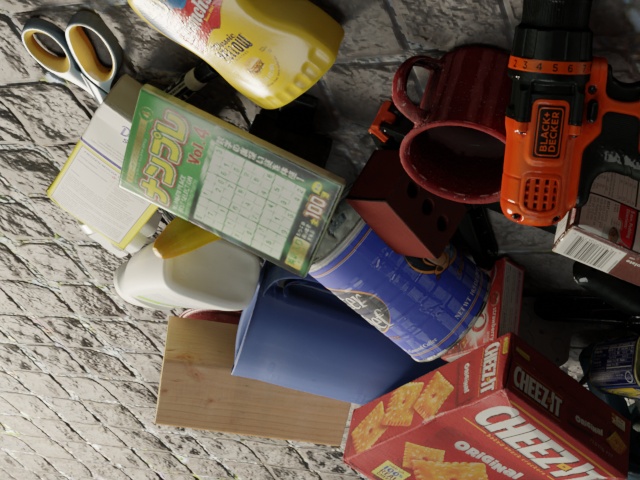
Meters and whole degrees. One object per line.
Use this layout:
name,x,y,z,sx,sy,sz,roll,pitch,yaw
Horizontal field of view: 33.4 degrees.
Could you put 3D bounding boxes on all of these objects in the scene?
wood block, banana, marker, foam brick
wood block,-0.073,0.156,1.179,0.206,0.091,0.090,8,118,-8
banana,-0.056,-0.014,0.966,0.197,0.069,0.037,2,148,-21
marker,-0.117,-0.127,0.898,0.020,0.020,0.121,34,145,-24
foam brick,0.069,-0.029,0.851,0.051,0.053,0.078,7,150,50

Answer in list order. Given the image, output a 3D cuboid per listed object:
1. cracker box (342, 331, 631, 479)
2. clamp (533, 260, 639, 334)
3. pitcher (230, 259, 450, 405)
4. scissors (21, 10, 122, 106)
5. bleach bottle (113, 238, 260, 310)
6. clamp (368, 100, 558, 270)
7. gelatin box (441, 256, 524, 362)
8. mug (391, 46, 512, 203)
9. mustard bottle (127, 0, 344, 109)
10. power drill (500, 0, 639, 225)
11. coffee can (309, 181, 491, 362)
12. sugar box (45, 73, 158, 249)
cracker box,0.152,0.189,0.997,0.164,0.072,0.214,36,136,-22
clamp,0.284,0.058,0.952,0.171,0.039,0.120,9,164,5
pitcher,0.040,0.099,1.070,0.242,0.145,0.149,17,-171,-4
scissors,-0.204,-0.130,0.943,0.096,0.016,0.202,15,149,9
bleach bottle,-0.160,0.038,1.101,0.102,0.068,0.251,21,165,-27
clamp,0.130,-0.042,0.872,0.209,0.036,0.165,39,154,-27
gelatin box,0.150,0.067,0.991,0.030,0.089,0.073,27,148,-29
mug,0.102,-0.092,0.777,0.117,0.081,0.093,29,147,-17
mustard bottle,-0.082,-0.175,0.767,0.191,0.058,0.096,34,145,-24
power drill,0.214,-0.095,0.688,0.187,0.057,0.184,5,107,4
coffee can,0.065,0.026,0.941,0.140,0.102,0.103,39,144,-16
sugar box,-0.175,-0.066,0.955,0.093,0.048,0.177,36,140,-11
